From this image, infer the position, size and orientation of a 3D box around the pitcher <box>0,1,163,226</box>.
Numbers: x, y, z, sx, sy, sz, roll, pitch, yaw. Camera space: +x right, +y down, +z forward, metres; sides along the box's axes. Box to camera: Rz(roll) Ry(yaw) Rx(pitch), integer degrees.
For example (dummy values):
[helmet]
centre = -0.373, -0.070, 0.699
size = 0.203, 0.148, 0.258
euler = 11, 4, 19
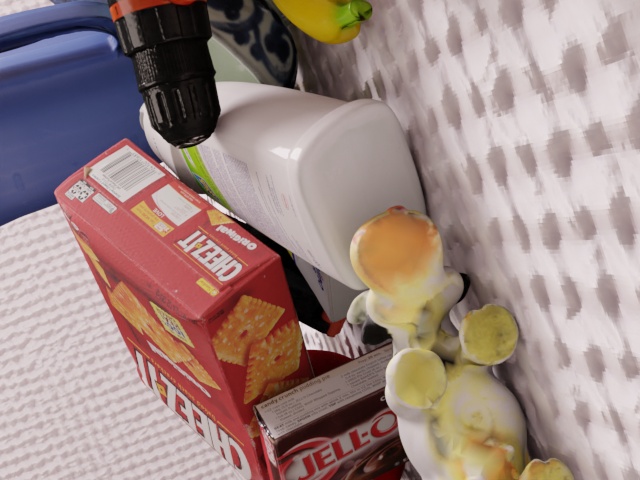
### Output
[pitcher]
centre = -0.171, -0.113, 0.830
size = 0.149, 0.242, 0.145
euler = -159, 50, -74

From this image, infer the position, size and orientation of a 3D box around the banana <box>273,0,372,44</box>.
[banana]
centre = -0.019, -0.173, 0.576
size = 0.198, 0.037, 0.070
euler = 63, 149, 23

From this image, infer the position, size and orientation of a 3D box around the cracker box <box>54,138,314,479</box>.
[cracker box]
centre = -0.083, 0.058, 0.725
size = 0.164, 0.072, 0.213
euler = 36, 153, 35

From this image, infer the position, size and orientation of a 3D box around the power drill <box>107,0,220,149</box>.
[power drill]
centre = -0.052, -0.147, 0.523
size = 0.188, 0.057, 0.184
euler = -10, 97, 52

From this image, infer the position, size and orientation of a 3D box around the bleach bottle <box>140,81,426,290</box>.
[bleach bottle]
centre = -0.044, -0.056, 0.639
size = 0.251, 0.068, 0.102
euler = 28, 147, 50

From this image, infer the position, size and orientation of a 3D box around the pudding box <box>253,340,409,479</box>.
[pudding box]
centre = 0.017, 0.123, 0.697
size = 0.039, 0.113, 0.090
euler = 51, 159, 40
